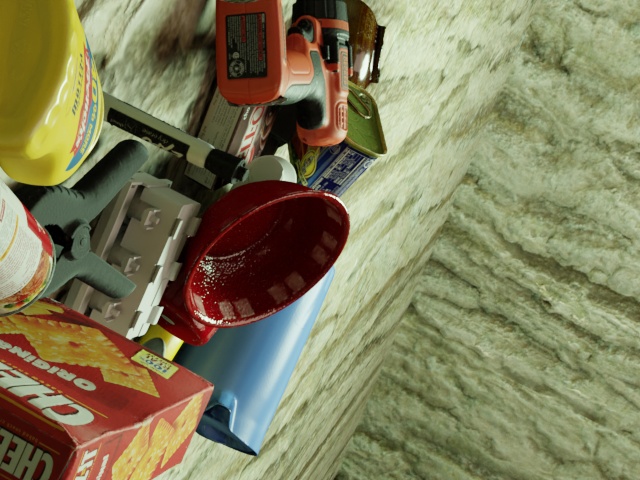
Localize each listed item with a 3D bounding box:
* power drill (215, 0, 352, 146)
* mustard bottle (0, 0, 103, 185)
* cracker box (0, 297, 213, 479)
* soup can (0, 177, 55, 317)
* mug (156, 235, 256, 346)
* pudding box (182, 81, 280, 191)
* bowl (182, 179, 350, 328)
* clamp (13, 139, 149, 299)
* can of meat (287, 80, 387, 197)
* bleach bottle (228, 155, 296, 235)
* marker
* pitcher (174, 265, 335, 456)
[{"bbox_3d":[-0.024,-0.176,0.905,0.187,0.057,0.184,-5,92,-67],"label":"power drill"},{"bbox_3d":[-0.153,-0.080,0.583,0.192,0.058,0.096,136,-41,-82],"label":"mustard bottle"},{"bbox_3d":[-0.179,0.094,0.652,0.072,0.164,0.213,-66,168,5],"label":"cracker box"},{"bbox_3d":[-0.197,-0.003,0.600,0.068,0.068,0.102,-60,167,-16],"label":"soup can"},{"bbox_3d":[-0.119,0.037,0.981,0.081,0.093,0.117,-53,151,-22],"label":"mug"},{"bbox_3d":[-0.074,-0.107,0.968,0.090,0.039,0.114,-38,153,-64],"label":"pudding box"},{"bbox_3d":[-0.056,0.001,0.913,0.162,0.055,0.162,-26,147,-18],"label":"bowl"},{"bbox_3d":[-0.175,0.005,0.737,0.171,0.039,0.120,-31,125,-55],"label":"clamp"},{"bbox_3d":[0.013,-0.096,1.048,0.084,0.057,0.102,-46,-145,32],"label":"can of meat"},{"bbox_3d":[-0.057,-0.025,1.046,0.102,0.068,0.251,-50,174,-20],"label":"bleach bottle"},{"bbox_3d":[-0.103,-0.070,0.726,0.020,0.121,0.020,-58,167,-22],"label":"marker"},{"bbox_3d":[-0.083,0.113,1.221,0.145,0.149,0.242,48,62,-47],"label":"pitcher"}]
